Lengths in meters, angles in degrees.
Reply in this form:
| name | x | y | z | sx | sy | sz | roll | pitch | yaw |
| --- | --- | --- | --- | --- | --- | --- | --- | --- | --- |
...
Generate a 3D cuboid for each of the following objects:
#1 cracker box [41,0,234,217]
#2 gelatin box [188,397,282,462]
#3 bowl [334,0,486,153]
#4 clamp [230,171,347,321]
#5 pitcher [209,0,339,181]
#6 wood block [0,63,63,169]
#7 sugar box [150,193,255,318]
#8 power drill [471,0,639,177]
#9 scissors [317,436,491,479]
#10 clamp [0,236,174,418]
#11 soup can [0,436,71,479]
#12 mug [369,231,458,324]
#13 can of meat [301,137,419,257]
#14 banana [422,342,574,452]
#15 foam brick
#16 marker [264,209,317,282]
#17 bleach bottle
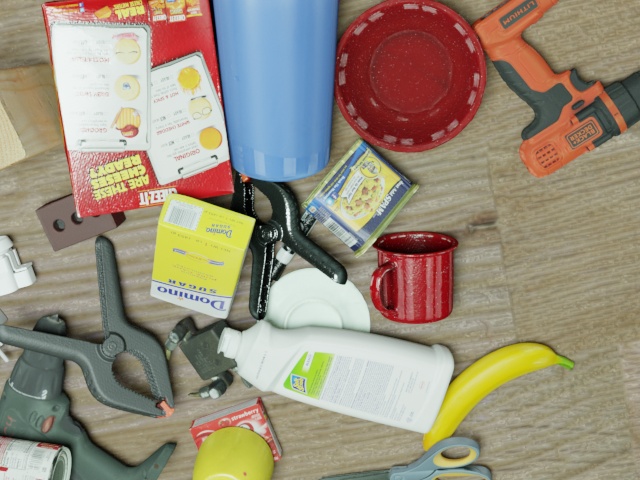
| name | x | y | z | sx | sy | sz | roll | pitch | yaw |
| --- | --- | --- | --- | --- | --- | --- | --- | --- | --- |
| cracker box | -0.186 | -0.144 | 1.091 | 0.164 | 0.072 | 0.214 | -10 | 104 | -12 |
| gelatin box | -0.098 | 0.232 | 1.237 | 0.089 | 0.030 | 0.073 | -20 | 100 | 6 |
| bowl | 0.094 | -0.177 | 1.133 | 0.162 | 0.055 | 0.162 | 2 | 104 | 7 |
| clamp | -0.058 | 0.001 | 1.174 | 0.120 | 0.039 | 0.171 | -32 | 80 | 13 |
| pitcher | -0.050 | -0.192 | 1.093 | 0.145 | 0.149 | 0.243 | 1 | 117 | 2 |
| wood block | -0.326 | -0.120 | 1.087 | 0.091 | 0.206 | 0.090 | -23 | 99 | 6 |
| sugar box | -0.128 | 0.021 | 1.132 | 0.093 | 0.176 | 0.048 | 18 | 58 | -1 |
| power drill | 0.260 | -0.184 | 1.128 | 0.184 | 0.057 | 0.187 | -33 | 98 | 8 |
| scissors | 0.098 | 0.257 | 1.227 | 0.202 | 0.016 | 0.096 | 5 | 128 | 1 |
| clamp | -0.245 | 0.121 | 1.175 | 0.164 | 0.036 | 0.210 | -36 | 95 | -27 |
| soup can | -0.331 | 0.250 | 1.162 | 0.102 | 0.068 | 0.068 | 8 | 101 | 5 |
| mug | 0.096 | 0.044 | 1.155 | 0.093 | 0.117 | 0.081 | 12 | 111 | 40 |
| can of meat | 0.042 | -0.047 | 1.152 | 0.084 | 0.057 | 0.102 | 41 | 74 | -3 |
| banana | 0.189 | 0.169 | 1.211 | 0.198 | 0.037 | 0.069 | -32 | 99 | 8 |
| foam brick | -0.264 | -0.029 | 1.181 | 0.078 | 0.051 | 0.053 | -22 | 100 | 6 |
| marker | -0.026 | -0.004 | 1.194 | 0.020 | 0.020 | 0.121 | 33 | 100 | -4 |
| bleach bottle | 0.013 | 0.135 | 1.178 | 0.250 | 0.068 | 0.102 | 16 | 102 | -10 |
